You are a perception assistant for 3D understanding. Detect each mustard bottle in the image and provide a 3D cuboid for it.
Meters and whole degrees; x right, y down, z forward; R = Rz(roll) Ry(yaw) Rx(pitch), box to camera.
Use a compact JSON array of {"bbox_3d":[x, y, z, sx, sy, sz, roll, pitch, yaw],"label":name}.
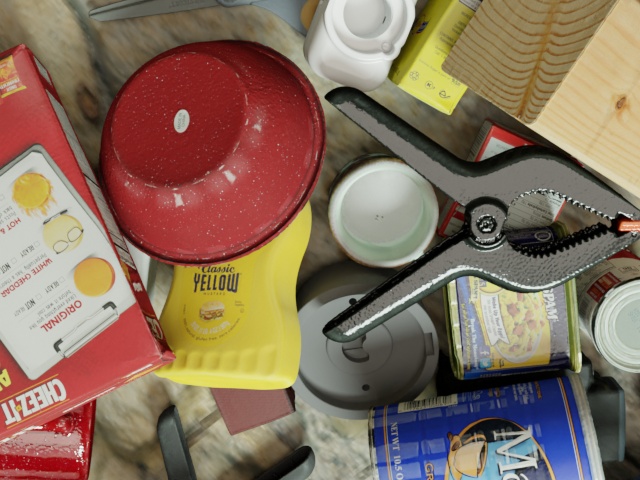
[{"bbox_3d":[-0.055,0.001,0.716,0.096,0.058,0.191,-1,73,24],"label":"mustard bottle"}]

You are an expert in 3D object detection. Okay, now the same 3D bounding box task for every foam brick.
[{"bbox_3d":[-0.054,0.090,0.767,0.051,0.053,0.078,-20,105,2],"label":"foam brick"}]

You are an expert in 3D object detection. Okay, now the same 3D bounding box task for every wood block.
[{"bbox_3d":[0.187,-0.088,0.665,0.205,0.090,0.091,23,105,-42],"label":"wood block"}]

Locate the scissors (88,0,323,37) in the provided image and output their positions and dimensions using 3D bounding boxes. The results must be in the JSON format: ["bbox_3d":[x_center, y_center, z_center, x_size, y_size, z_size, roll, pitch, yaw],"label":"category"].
[{"bbox_3d":[-0.046,-0.153,0.724,0.202,0.016,0.096,-24,104,4],"label":"scissors"}]

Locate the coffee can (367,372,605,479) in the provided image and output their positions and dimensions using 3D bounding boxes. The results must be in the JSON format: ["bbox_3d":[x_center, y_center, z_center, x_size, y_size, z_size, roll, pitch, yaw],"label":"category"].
[{"bbox_3d":[0.110,0.149,0.704,0.140,0.102,0.103,-11,105,9],"label":"coffee can"}]

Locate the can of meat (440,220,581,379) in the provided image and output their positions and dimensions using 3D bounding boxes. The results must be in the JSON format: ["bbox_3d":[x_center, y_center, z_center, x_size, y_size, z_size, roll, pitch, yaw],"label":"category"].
[{"bbox_3d":[0.128,0.042,0.727,0.084,0.057,0.102,-6,98,2],"label":"can of meat"}]

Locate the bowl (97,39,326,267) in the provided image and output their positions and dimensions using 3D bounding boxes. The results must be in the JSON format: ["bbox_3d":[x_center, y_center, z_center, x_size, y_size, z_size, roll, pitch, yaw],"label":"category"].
[{"bbox_3d":[-0.080,-0.067,0.681,0.162,0.055,0.162,-5,72,16],"label":"bowl"}]

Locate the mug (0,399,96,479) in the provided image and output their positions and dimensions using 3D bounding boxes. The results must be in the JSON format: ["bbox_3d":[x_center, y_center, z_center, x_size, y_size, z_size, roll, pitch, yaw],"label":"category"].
[{"bbox_3d":[-0.200,0.127,0.742,0.081,0.117,0.093,5,75,-9],"label":"mug"}]

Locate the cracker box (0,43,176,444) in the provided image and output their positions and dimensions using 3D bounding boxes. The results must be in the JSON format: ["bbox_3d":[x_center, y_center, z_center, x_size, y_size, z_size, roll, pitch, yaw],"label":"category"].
[{"bbox_3d":[-0.208,0.012,0.661,0.164,0.072,0.214,-25,82,-1],"label":"cracker box"}]

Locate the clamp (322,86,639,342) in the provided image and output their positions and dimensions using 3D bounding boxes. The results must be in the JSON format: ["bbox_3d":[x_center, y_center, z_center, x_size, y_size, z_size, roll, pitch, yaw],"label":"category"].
[{"bbox_3d":[0.097,-0.023,0.671,0.210,0.036,0.164,-6,104,4],"label":"clamp"}]

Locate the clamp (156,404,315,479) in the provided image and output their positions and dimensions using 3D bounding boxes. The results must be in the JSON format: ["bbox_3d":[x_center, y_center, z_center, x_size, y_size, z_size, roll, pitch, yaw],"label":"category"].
[{"bbox_3d":[-0.075,0.209,0.804,0.120,0.039,0.171,12,110,-1],"label":"clamp"}]

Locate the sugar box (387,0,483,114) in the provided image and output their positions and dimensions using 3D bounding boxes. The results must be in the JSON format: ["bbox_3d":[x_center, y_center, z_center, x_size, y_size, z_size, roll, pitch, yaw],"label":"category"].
[{"bbox_3d":[0.107,-0.169,0.688,0.048,0.093,0.176,28,100,-9],"label":"sugar box"}]

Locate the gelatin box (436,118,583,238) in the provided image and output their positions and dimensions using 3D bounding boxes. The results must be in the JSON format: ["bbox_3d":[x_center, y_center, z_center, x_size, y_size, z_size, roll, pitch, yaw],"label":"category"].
[{"bbox_3d":[0.132,-0.031,0.756,0.073,0.030,0.089,23,105,-8],"label":"gelatin box"}]
